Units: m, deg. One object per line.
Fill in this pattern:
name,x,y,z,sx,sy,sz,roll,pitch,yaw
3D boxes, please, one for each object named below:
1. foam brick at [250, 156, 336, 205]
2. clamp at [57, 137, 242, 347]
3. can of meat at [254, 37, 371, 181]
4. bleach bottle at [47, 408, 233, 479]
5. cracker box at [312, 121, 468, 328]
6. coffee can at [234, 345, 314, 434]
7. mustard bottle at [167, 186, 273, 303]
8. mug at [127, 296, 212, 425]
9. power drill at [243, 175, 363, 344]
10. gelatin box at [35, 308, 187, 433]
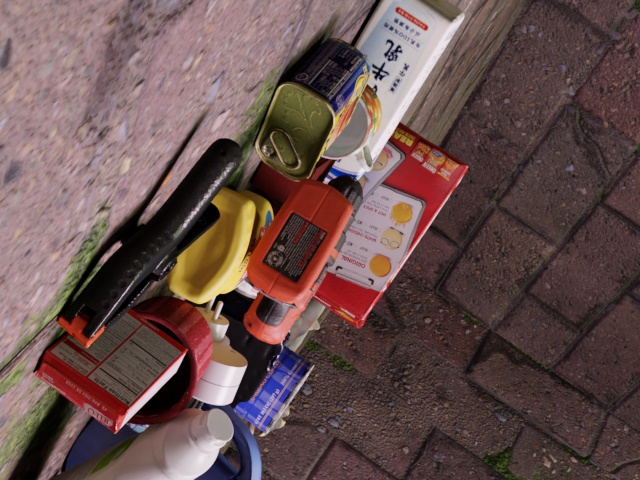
foam brick,-0.023,-0.072,1.042,0.053,0.051,0.078,-59,173,25
clamp,-0.114,0.000,0.751,0.171,0.039,0.120,-52,172,-35
can of meat,-0.005,-0.115,0.931,0.083,0.057,0.102,-54,174,-40
bleach bottle,-0.171,0.206,0.886,0.251,0.068,0.102,-33,-171,31
cracker box,0.037,-0.036,1.191,0.213,0.164,0.072,-55,172,-13
coffee can,-0.094,0.154,1.299,0.103,0.140,0.103,-55,174,-8
mustard bottle,-0.080,0.002,0.952,0.191,0.058,0.096,-13,127,-83
mug,-0.145,0.097,0.870,0.117,0.093,0.081,-25,-174,12
power drill,-0.011,0.004,0.974,0.184,0.057,0.187,-61,175,-10
gelatin box,-0.151,0.089,0.777,0.030,0.073,0.089,-60,173,34
